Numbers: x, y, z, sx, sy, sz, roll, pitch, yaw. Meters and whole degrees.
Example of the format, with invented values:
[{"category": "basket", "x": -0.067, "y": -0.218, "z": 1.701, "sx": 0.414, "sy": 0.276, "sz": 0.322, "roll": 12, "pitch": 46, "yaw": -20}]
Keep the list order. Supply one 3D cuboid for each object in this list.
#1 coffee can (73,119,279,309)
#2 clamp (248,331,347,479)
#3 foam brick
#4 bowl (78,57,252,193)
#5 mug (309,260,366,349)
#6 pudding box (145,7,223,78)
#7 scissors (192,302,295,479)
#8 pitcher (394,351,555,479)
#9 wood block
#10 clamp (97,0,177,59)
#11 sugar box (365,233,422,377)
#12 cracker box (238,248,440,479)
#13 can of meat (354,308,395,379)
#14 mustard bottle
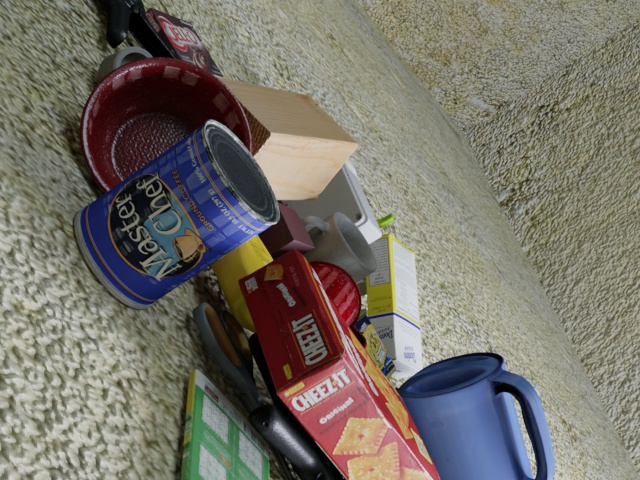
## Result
[{"category": "coffee can", "x": -0.120, "y": -0.021, "z": 0.897, "sx": 0.102, "sy": 0.140, "sz": 0.103, "roll": 51, "pitch": 17, "yaw": -22}, {"category": "clamp", "x": -0.013, "y": 0.187, "z": 0.981, "sx": 0.210, "sy": 0.036, "sz": 0.164, "roll": 60, "pitch": 7, "yaw": -25}, {"category": "foam brick", "x": -0.058, "y": 0.001, "z": 1.170, "sx": 0.053, "sy": 0.078, "sz": 0.051, "roll": 23, "pitch": 39, "yaw": -64}, {"category": "bowl", "x": -0.149, "y": -0.088, "z": 1.007, "sx": 0.162, "sy": 0.162, "sz": 0.055, "roll": 58, "pitch": -23, "yaw": 2}, {"category": "mug", "x": 0.000, "y": 0.085, "z": 1.153, "sx": 0.117, "sy": 0.093, "sz": 0.081, "roll": 41, "pitch": 21, "yaw": 1}, {"category": "pudding box", "x": -0.179, "y": -0.239, "z": 1.345, "sx": 0.090, "sy": 0.039, "sz": 0.113, "roll": 59, "pitch": 15, "yaw": 9}, {"category": "scissors", "x": -0.060, "y": 0.144, "z": 0.997, "sx": 0.202, "sy": 0.016, "sz": 0.096, "roll": 60, "pitch": 11, "yaw": -4}, {"category": "pitcher", "x": 0.189, "y": 0.259, "z": 1.226, "sx": 0.149, "sy": 0.145, "sz": 0.243, "roll": -130, "pitch": -159, "yaw": -82}, {"category": "wood block", "x": -0.057, "y": -0.103, "z": 1.136, "sx": 0.091, "sy": 0.090, "sz": 0.205, "roll": 45, "pitch": 19, "yaw": 18}, {"category": "clamp", "x": -0.222, "y": -0.262, "z": 1.256, "sx": 0.120, "sy": 0.039, "sz": 0.171, "roll": 39, "pitch": 23, "yaw": -53}, {"category": "sugar box", "x": 0.098, "y": 0.089, "z": 1.439, "sx": 0.093, "sy": 0.048, "sz": 0.176, "roll": 34, "pitch": 51, "yaw": -55}, {"category": "cracker box", "x": 0.020, "y": 0.133, "z": 0.969, "sx": 0.213, "sy": 0.072, "sz": 0.164, "roll": 57, "pitch": 4, "yaw": -36}, {"category": "can of meat", "x": 0.042, "y": 0.134, "z": 1.258, "sx": 0.084, "sy": 0.057, "sz": 0.102, "roll": 60, "pitch": 16, "yaw": 2}, {"category": "mustard bottle", "x": -0.089, "y": 0.003, "z": 1.080, "sx": 0.096, "sy": 0.058, "sz": 0.192, "roll": 38, "pitch": 18, "yaw": -54}]
